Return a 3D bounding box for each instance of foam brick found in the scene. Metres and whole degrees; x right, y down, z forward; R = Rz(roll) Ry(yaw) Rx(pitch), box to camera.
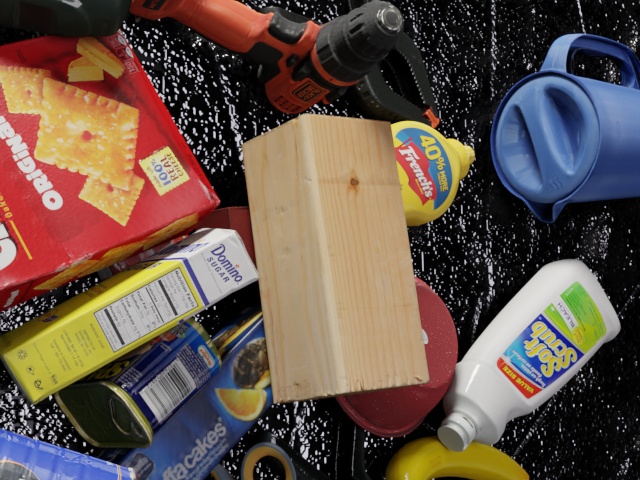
[{"bbox_3d":[-0.056,0.001,0.874,0.078,0.053,0.051,-1,83,-37],"label":"foam brick"}]

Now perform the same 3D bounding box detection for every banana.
[{"bbox_3d":[0.118,0.209,0.972,0.197,0.037,0.070,1,58,-47],"label":"banana"}]

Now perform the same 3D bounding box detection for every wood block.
[{"bbox_3d":[0.010,0.016,0.826,0.090,0.090,0.206,0,78,-38],"label":"wood block"}]

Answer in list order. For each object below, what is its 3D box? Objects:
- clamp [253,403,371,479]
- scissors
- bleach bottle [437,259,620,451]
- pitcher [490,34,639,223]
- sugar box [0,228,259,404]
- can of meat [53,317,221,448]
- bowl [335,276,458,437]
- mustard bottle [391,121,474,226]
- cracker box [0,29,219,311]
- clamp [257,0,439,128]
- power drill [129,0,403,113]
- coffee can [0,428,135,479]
[{"bbox_3d":[0.022,0.207,0.911,0.120,0.039,0.171,-32,102,-33],"label":"clamp"},{"bbox_3d":[-0.026,0.244,0.839,0.096,0.016,0.202,-40,93,-4],"label":"scissors"},{"bbox_3d":[0.194,0.120,1.023,0.250,0.068,0.102,-40,104,-39],"label":"bleach bottle"},{"bbox_3d":[0.305,-0.113,1.118,0.242,0.149,0.145,-2,52,-41],"label":"pitcher"},{"bbox_3d":[-0.138,0.048,0.750,0.176,0.093,0.048,-32,103,-18],"label":"sugar box"},{"bbox_3d":[-0.130,0.102,0.773,0.083,0.102,0.057,-43,108,-36],"label":"can of meat"},{"bbox_3d":[0.071,0.089,0.936,0.161,0.055,0.162,19,62,-41],"label":"bowl"},{"bbox_3d":[0.072,-0.058,0.977,0.191,0.058,0.096,-19,90,-38],"label":"mustard bottle"},{"bbox_3d":[-0.199,-0.051,0.735,0.213,0.072,0.164,-25,82,-40],"label":"cracker box"},{"bbox_3d":[0.036,-0.175,0.979,0.210,0.036,0.164,56,52,-19],"label":"clamp"},{"bbox_3d":[-0.046,-0.176,0.840,0.187,0.185,0.057,30,65,-20],"label":"power drill"},{"bbox_3d":[-0.202,0.175,0.682,0.140,0.103,0.102,21,70,-15],"label":"coffee can"}]
